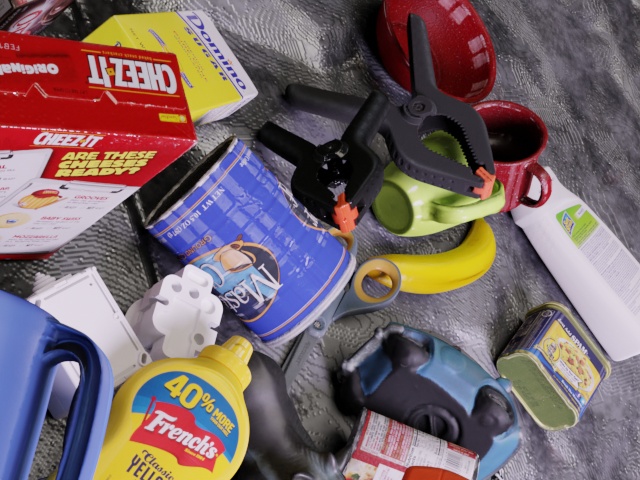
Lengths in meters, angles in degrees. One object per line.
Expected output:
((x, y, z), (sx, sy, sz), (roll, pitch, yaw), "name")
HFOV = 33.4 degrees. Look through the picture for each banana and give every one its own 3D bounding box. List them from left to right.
((0.120, 0.019, 1.044), (0.070, 0.037, 0.197), (39, 37, 23), "banana")

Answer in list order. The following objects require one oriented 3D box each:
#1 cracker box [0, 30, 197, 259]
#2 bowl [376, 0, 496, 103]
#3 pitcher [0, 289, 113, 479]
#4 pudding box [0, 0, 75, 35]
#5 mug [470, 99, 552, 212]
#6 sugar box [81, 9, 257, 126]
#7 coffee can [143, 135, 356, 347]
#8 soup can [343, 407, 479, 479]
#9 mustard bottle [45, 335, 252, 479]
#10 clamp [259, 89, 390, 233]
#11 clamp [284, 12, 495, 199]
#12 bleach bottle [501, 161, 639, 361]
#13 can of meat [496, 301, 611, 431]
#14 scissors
((-0.205, -0.052, 0.673), (0.163, 0.214, 0.072), (-1, 69, -41), "cracker box")
((0.112, -0.207, 1.135), (0.161, 0.055, 0.162), (19, 57, -33), "bowl")
((-0.224, 0.149, 0.610), (0.144, 0.149, 0.243), (23, 59, -30), "pitcher")
((-0.226, -0.175, 0.790), (0.089, 0.114, 0.039), (-40, 99, -44), "pudding box")
((0.187, -0.076, 1.086), (0.093, 0.081, 0.117), (-36, 59, -27), "mug")
((-0.117, -0.138, 0.867), (0.093, 0.048, 0.176), (56, 23, -3), "sugar box")
((-0.056, 0.001, 0.853), (0.140, 0.103, 0.102), (45, 47, -13), "coffee can")
((0.070, 0.185, 0.863), (0.102, 0.069, 0.068), (21, 51, 2), "soup can")
((-0.102, 0.136, 0.712), (0.096, 0.058, 0.191), (42, 54, -7), "mustard bottle")
((0.020, -0.072, 0.913), (0.039, 0.120, 0.171), (63, 2, -40), "clamp")
((0.093, -0.123, 0.998), (0.164, 0.036, 0.210), (-41, 67, -21), "clamp")
((0.284, 0.005, 1.170), (0.251, 0.068, 0.102), (53, 45, -3), "bleach bottle")
((0.232, 0.127, 1.067), (0.102, 0.058, 0.083), (51, 48, -7), "can of meat")
((0.016, 0.074, 0.921), (0.096, 0.016, 0.201), (17, 55, -7), "scissors")
